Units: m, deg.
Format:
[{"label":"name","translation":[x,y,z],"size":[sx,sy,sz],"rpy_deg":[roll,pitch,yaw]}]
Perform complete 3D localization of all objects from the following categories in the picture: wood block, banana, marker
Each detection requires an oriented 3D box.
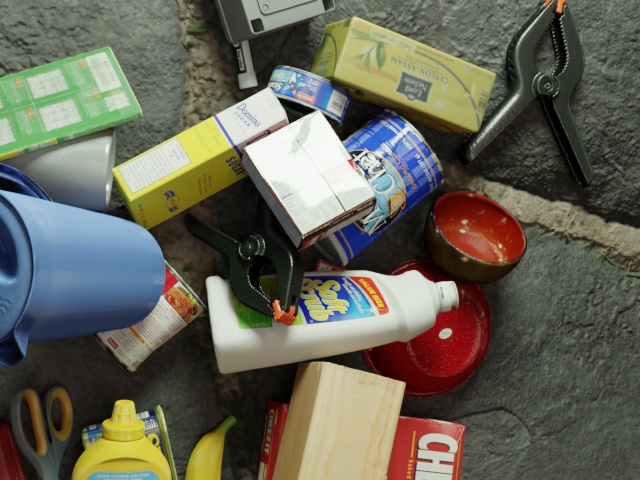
[{"label":"wood block","translation":[0.008,0.230,1.054],"size":[0.090,0.091,0.206],"rpy_deg":[16,79,-16]},{"label":"banana","translation":[-0.107,0.289,1.136],"size":[0.069,0.037,0.198],"rpy_deg":[-9,99,-16]},{"label":"marker","translation":[-0.084,-0.217,1.097],"size":[0.020,0.020,0.121],"rpy_deg":[-12,99,-15]}]

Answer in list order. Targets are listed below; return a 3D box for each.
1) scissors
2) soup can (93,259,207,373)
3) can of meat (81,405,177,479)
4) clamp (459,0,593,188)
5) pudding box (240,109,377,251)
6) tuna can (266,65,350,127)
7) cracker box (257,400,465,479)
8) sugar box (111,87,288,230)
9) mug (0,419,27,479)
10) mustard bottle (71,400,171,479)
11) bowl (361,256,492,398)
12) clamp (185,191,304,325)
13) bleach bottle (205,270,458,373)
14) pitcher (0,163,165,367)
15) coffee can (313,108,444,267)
[{"label":"scissors","translation":[-0.260,0.233,1.063],"size":[0.016,0.096,0.202],"rpy_deg":[-8,105,22]},{"label":"soup can","translation":[-0.175,0.077,1.077],"size":[0.102,0.069,0.068],"rpy_deg":[-41,106,-8]},{"label":"can of meat","translation":[-0.194,0.230,1.094],"size":[0.083,0.057,0.102],"rpy_deg":[-13,99,-13]},{"label":"clamp","translation":[0.236,-0.167,1.190],"size":[0.164,0.036,0.210],"rpy_deg":[2,93,-18]},{"label":"pudding box","translation":[-0.011,-0.059,1.032],"size":[0.090,0.039,0.113],"rpy_deg":[-29,73,-16]},{"label":"tuna can","translation":[-0.013,-0.147,1.092],"size":[0.086,0.086,0.034],"rpy_deg":[21,88,-18]},{"label":"cracker box","translation":[0.041,0.266,1.149],"size":[0.213,0.072,0.164],"rpy_deg":[10,83,-17]},{"label":"sugar box","translation":[-0.116,-0.078,1.061],"size":[0.176,0.093,0.048],"rpy_deg":[-27,74,-11]},{"label":"mug","translation":[-0.342,0.227,1.039],"size":[0.117,0.093,0.081],"rpy_deg":[-12,96,21]},{"label":"mustard bottle","translation":[-0.194,0.250,1.036],"size":[0.096,0.058,0.192],"rpy_deg":[2,97,-13]},{"label":"bowl","translation":[0.127,0.101,1.177],"size":[0.162,0.055,0.162],"rpy_deg":[-2,96,-17]},{"label":"clamp","translation":[-0.057,0.001,1.053],"size":[0.120,0.171,0.039],"rpy_deg":[-45,150,17]},{"label":"bleach bottle","translation":[0.013,0.069,1.090],"size":[0.250,0.102,0.068],"rpy_deg":[-9,137,-4]},{"label":"pitcher","translation":[-0.241,0.017,0.932],"size":[0.145,0.242,0.149],"rpy_deg":[16,93,20]},{"label":"coffee can","translation":[0.043,-0.055,1.110],"size":[0.140,0.103,0.102],"rpy_deg":[-39,105,-10]}]
